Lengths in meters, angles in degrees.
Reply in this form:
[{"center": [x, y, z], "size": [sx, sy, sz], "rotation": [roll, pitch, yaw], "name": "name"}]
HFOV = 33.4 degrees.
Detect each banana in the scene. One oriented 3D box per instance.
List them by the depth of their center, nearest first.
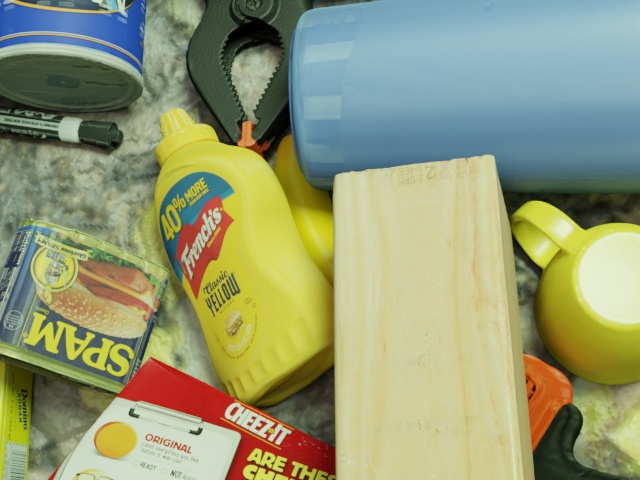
[{"center": [0.025, 0.017, 0.661], "size": [0.069, 0.037, 0.198], "rotation": [-38, 73, -25], "name": "banana"}]

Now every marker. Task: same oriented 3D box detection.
[{"center": [-0.192, -0.079, 0.732], "size": [0.121, 0.020, 0.020], "rotation": [9, 77, 13], "name": "marker"}]

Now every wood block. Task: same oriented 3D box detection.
[{"center": [0.059, 0.070, 0.552], "size": [0.090, 0.090, 0.206], "rotation": [-7, 62, 13], "name": "wood block"}]

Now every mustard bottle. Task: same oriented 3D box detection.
[{"center": [-0.055, 0.001, 0.654], "size": [0.096, 0.058, 0.192], "rotation": [-44, 65, 41], "name": "mustard bottle"}]

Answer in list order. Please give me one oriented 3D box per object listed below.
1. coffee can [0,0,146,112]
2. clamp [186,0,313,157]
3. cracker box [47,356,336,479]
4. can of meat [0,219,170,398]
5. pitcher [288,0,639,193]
[{"center": [-0.165, -0.168, 0.705], "size": [0.103, 0.102, 0.140], "rotation": [-1, 76, 10], "name": "coffee can"}, {"center": [-0.032, -0.156, 0.715], "size": [0.164, 0.036, 0.210], "rotation": [-8, 70, 9], "name": "clamp"}, {"center": [-0.082, 0.186, 0.566], "size": [0.164, 0.072, 0.213], "rotation": [24, 48, 15], "name": "cracker box"}, {"center": [-0.150, 0.043, 0.653], "size": [0.058, 0.102, 0.084], "rotation": [-6, 63, 55], "name": "can of meat"}, {"center": [0.109, -0.094, 0.627], "size": [0.243, 0.149, 0.145], "rotation": [-2, 87, 9], "name": "pitcher"}]
